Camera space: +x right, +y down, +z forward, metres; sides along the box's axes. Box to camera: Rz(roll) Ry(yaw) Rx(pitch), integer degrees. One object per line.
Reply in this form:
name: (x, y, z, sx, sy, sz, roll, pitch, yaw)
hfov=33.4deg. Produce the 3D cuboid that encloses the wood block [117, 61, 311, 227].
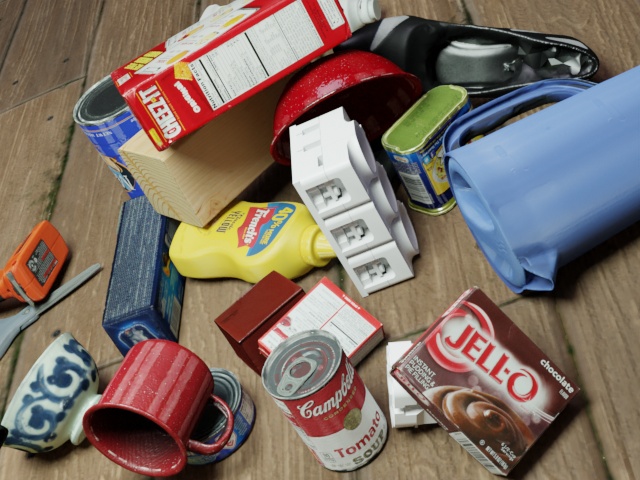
wood block: (-0.097, -0.119, 1.128, 0.090, 0.090, 0.205, 17, 53, 47)

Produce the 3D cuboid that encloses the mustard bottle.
mustard bottle: (-0.057, 0.001, 1.078, 0.192, 0.058, 0.096, 5, 44, 37)

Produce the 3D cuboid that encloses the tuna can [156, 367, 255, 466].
tuna can: (-0.102, 0.157, 0.948, 0.086, 0.033, 0.086, -19, 38, 15)

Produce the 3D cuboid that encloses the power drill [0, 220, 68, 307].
power drill: (-0.391, 0.040, 1.253, 0.188, 0.057, 0.184, -20, 31, 21)

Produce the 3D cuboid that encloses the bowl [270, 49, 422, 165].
bowl: (0.015, -0.137, 1.039, 0.162, 0.162, 0.055, -27, 74, 5)

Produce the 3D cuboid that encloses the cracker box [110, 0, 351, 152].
cracker box: (-0.090, -0.177, 1.032, 0.213, 0.072, 0.164, -32, 20, -4)

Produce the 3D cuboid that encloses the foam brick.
foam brick: (-0.048, 0.076, 0.990, 0.078, 0.051, 0.053, -40, 37, -13)

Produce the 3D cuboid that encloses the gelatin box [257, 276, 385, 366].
gelatin box: (0.001, 0.088, 0.942, 0.073, 0.030, 0.089, 39, 73, 26)

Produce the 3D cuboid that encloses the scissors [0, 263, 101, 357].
scissors: (-0.345, 0.084, 1.214, 0.201, 0.016, 0.096, -46, 39, -20)

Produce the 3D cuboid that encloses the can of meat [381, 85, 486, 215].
can of meat: (0.116, -0.090, 1.042, 0.102, 0.084, 0.058, -46, 39, -19)

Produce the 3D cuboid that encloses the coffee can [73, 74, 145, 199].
coffee can: (-0.207, -0.117, 1.247, 0.103, 0.140, 0.103, -19, 38, 15)

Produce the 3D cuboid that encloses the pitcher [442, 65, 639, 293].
pitcher: (0.231, -0.075, 0.909, 0.243, 0.149, 0.145, -28, 8, -2)

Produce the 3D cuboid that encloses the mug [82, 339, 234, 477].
mug: (-0.128, 0.141, 0.892, 0.117, 0.093, 0.081, 18, 46, 8)

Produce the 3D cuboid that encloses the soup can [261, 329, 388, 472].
soup can: (0.005, 0.129, 0.850, 0.068, 0.102, 0.068, -19, 38, 15)

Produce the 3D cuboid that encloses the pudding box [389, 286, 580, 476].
pudding box: (0.122, 0.105, 0.796, 0.090, 0.113, 0.039, -44, 0, -17)
